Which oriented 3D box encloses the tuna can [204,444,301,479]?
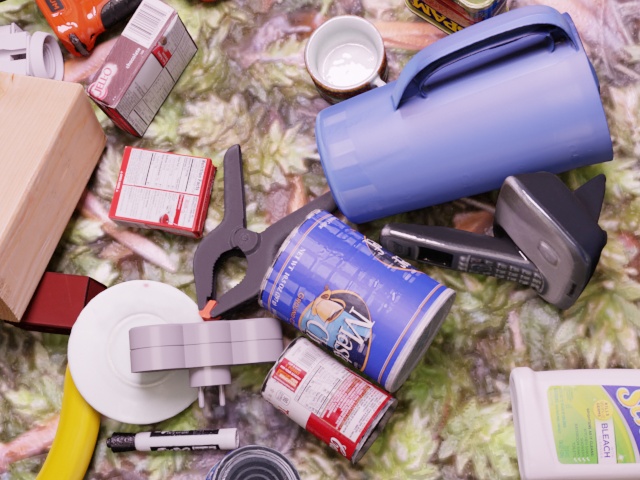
[{"bbox_3d":[-0.058,0.220,0.918,0.086,0.034,0.086,8,63,-17],"label":"tuna can"}]

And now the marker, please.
[{"bbox_3d":[-0.134,0.181,0.965,0.121,0.020,0.020,-3,77,8],"label":"marker"}]

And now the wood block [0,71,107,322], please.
[{"bbox_3d":[-0.283,-0.042,0.968,0.091,0.090,0.206,10,59,15],"label":"wood block"}]

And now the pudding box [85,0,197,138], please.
[{"bbox_3d":[-0.168,-0.163,1.013,0.039,0.090,0.113,31,82,12],"label":"pudding box"}]

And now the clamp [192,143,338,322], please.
[{"bbox_3d":[-0.056,0.001,0.986,0.120,0.039,0.171,15,78,16],"label":"clamp"}]

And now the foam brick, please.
[{"bbox_3d":[-0.246,0.059,0.992,0.078,0.053,0.051,5,78,10],"label":"foam brick"}]

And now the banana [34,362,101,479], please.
[{"bbox_3d":[-0.241,0.193,0.968,0.070,0.037,0.198,26,82,12],"label":"banana"}]

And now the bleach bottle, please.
[{"bbox_3d":[0.290,0.148,0.891,0.251,0.068,0.102,-5,77,5],"label":"bleach bottle"}]

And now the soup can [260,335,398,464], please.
[{"bbox_3d":[0.007,0.137,0.930,0.102,0.068,0.068,33,84,14],"label":"soup can"}]

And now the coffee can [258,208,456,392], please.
[{"bbox_3d":[0.032,0.051,0.928,0.140,0.103,0.103,32,83,14],"label":"coffee can"}]

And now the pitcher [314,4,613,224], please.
[{"bbox_3d":[0.120,-0.105,0.926,0.243,0.145,0.149,-17,99,11],"label":"pitcher"}]

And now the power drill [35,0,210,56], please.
[{"bbox_3d":[-0.202,-0.285,1.063,0.187,0.057,0.184,-31,75,0],"label":"power drill"}]

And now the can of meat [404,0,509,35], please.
[{"bbox_3d":[0.126,-0.235,0.991,0.102,0.084,0.057,36,84,14],"label":"can of meat"}]

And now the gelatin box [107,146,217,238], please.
[{"bbox_3d":[-0.149,-0.046,1.015,0.089,0.030,0.073,9,77,10],"label":"gelatin box"}]
